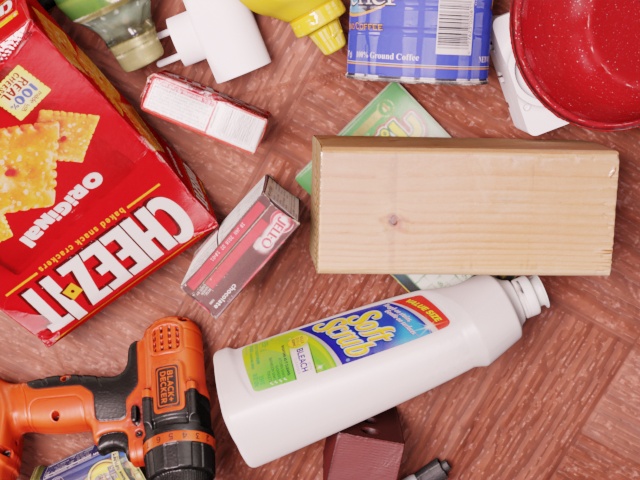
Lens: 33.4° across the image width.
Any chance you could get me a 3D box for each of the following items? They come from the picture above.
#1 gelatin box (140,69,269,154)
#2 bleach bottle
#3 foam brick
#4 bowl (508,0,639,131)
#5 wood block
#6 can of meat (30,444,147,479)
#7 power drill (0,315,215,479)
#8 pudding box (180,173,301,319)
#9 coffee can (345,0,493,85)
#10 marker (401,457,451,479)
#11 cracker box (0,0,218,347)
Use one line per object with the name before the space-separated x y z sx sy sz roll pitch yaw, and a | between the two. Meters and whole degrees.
gelatin box | -0.082 -0.095 0.775 0.089 0.073 0.030 22 99 -5
bleach bottle | 0.048 0.081 0.803 0.251 0.102 0.068 -23 118 1
foam brick | 0.032 0.162 0.829 0.053 0.078 0.051 12 102 -4
bowl | 0.214 -0.151 0.725 0.162 0.055 0.162 -2 103 -9
wood block | 0.098 -0.027 0.771 0.206 0.090 0.091 1 101 -4
can of meat | -0.167 0.210 0.845 0.084 0.057 0.102 -25 102 0
power drill | -0.170 0.154 0.789 0.187 0.184 0.057 -10 145 3
pudding box | -0.055 0.001 0.775 0.039 0.113 0.090 41 98 -10
coffee can | 0.072 -0.182 0.746 0.103 0.103 0.140 2 101 -2
marker | 0.053 0.213 0.870 0.121 0.020 0.020 -32 101 5
cracker box | -0.197 -0.043 0.737 0.164 0.072 0.213 -35 130 6
